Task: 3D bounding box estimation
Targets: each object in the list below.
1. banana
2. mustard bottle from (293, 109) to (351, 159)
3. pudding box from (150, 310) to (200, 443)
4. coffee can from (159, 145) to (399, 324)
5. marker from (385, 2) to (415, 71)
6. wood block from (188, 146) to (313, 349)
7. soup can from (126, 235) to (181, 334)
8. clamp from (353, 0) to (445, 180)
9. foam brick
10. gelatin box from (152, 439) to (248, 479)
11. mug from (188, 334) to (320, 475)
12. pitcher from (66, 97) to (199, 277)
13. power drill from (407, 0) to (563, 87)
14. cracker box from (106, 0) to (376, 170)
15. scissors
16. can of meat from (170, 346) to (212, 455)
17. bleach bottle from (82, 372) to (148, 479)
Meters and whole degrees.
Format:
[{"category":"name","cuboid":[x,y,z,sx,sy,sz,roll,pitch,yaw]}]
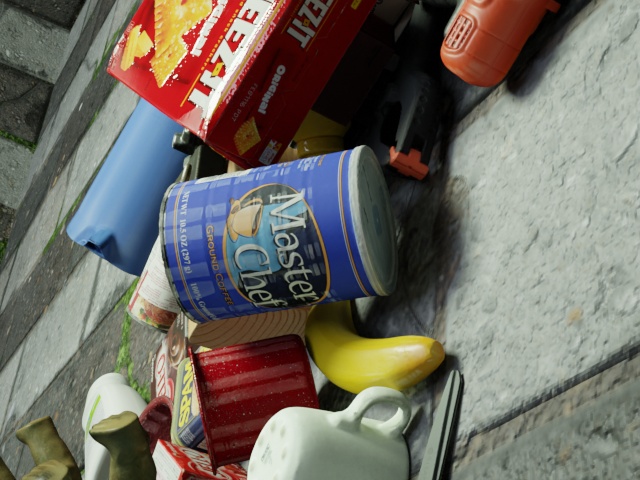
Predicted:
[{"category":"banana","cuboid":[0.026,0.069,0.731,0.070,0.037,0.198,-67,21,6]},{"category":"mustard bottle","cuboid":[-0.007,-0.148,0.929,0.096,0.058,0.191,75,-172,-84]},{"category":"pudding box","cuboid":[-0.137,0.135,1.059,0.090,0.039,0.113,-55,25,33]},{"category":"coffee can","cuboid":[-0.026,-0.003,0.737,0.140,0.102,0.103,-10,49,15]},{"category":"marker","cuboid":[0.082,-0.191,0.859,0.121,0.020,0.020,-58,24,26]},{"category":"wood block","cuboid":[-0.056,0.001,0.917,0.090,0.090,0.206,-56,24,29]},{"category":"soup can","cuboid":[-0.160,0.042,1.160,0.102,0.068,0.068,-65,22,10]},{"category":"clamp","cuboid":[0.056,-0.097,0.811,0.171,0.039,0.120,-81,17,-45]},{"category":"foam brick","cuboid":[0.018,-0.140,0.840,0.078,0.053,0.051,-55,15,27]},{"category":"gelatin box","cuboid":[-0.091,0.191,0.849,0.089,0.073,0.030,13,83,69]},{"category":"mug","cuboid":[-0.048,0.114,0.776,0.117,0.081,0.093,180,79,-83]},{"category":"pitcher","cuboid":[-0.196,-0.086,1.307,0.243,0.144,0.149,-61,34,11]},{"category":"power drill","cuboid":[0.114,-0.212,0.727,0.184,0.057,0.188,-59,29,13]},{"category":"cracker box","cuboid":[-0.070,-0.162,0.832,0.164,0.072,0.214,-59,37,4]},{"category":"scissors","cuboid":[0.061,0.172,0.581,0.096,0.016,0.201,13,75,59]},{"category":"can of meat","cuboid":[-0.081,0.125,0.912,0.084,0.057,0.102,-48,29,39]},{"category":"bleach bottle","cuboid":[-0.226,0.201,1.183,0.102,0.068,0.251,-66,19,6]}]
